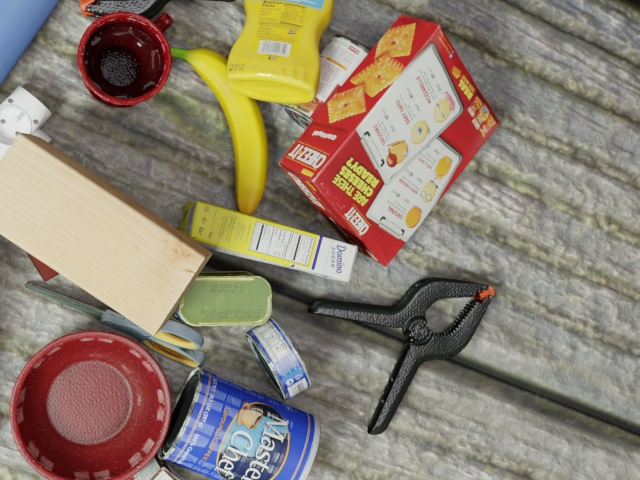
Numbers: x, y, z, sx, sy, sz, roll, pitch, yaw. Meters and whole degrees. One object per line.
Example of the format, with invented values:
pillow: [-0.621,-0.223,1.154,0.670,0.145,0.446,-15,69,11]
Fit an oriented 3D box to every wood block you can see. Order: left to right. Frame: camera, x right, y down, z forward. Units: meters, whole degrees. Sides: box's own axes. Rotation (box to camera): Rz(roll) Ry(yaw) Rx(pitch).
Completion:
wood block: [-0.215,-0.007,1.020,0.206,0.090,0.091,34,91,-2]

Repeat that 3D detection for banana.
banana: [-0.095,-0.127,1.149,0.069,0.037,0.198,-26,97,-8]

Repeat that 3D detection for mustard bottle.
mustard bottle: [-0.036,-0.242,1.137,0.096,0.058,0.191,8,68,6]

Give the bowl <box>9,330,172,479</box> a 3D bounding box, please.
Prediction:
bowl: [-0.237,0.171,1.101,0.162,0.055,0.162,0,90,-15]

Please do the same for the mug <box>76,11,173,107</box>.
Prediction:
mug: [-0.196,-0.190,1.099,0.093,0.082,0.117,42,80,-11]

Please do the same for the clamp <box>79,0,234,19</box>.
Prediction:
clamp: [-0.178,-0.290,1.127,0.171,0.039,0.120,-18,83,-12]

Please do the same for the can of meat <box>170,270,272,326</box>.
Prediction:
can of meat: [-0.106,0.062,1.121,0.102,0.084,0.057,0,90,-14]

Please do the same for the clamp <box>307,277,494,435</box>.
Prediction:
clamp: [0.106,0.112,1.200,0.209,0.036,0.164,-20,95,-14]

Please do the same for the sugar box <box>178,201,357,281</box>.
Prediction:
sugar box: [-0.057,0.001,1.129,0.176,0.093,0.048,13,87,-15]

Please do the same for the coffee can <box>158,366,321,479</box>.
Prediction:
coffee can: [-0.084,0.206,1.116,0.140,0.103,0.103,25,84,-13]

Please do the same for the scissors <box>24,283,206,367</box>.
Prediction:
scissors: [-0.203,0.079,1.097,0.201,0.096,0.016,29,62,-15]

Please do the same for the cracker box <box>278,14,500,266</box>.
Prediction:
cracker box: [0.077,-0.106,1.144,0.213,0.072,0.164,-51,133,-9]

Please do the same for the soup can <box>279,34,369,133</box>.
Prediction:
soup can: [0.011,-0.164,1.160,0.068,0.069,0.102,37,81,-12]

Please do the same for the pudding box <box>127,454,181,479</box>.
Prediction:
pudding box: [-0.193,0.276,1.095,0.039,0.090,0.113,45,79,-10]

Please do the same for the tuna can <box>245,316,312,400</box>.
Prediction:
tuna can: [-0.045,0.126,1.136,0.033,0.086,0.086,-30,97,-11]
